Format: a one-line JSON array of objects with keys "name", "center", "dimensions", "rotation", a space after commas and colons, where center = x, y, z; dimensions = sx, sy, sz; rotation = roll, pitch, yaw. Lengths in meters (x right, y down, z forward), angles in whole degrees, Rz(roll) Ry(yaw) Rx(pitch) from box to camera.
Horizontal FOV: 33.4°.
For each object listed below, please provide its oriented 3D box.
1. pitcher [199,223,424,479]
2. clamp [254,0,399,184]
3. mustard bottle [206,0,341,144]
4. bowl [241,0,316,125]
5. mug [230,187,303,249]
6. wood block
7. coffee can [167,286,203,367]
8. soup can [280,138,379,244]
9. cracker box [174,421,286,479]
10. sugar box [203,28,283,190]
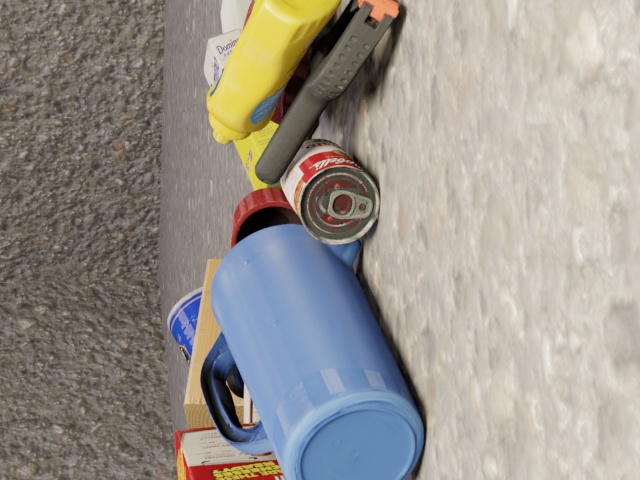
[{"name": "pitcher", "center": [-0.012, 0.105, 0.864], "dimensions": [0.243, 0.144, 0.149], "rotation": [-118, 29, -58]}, {"name": "clamp", "center": [0.013, -0.152, 0.875], "dimensions": [0.210, 0.036, 0.164], "rotation": [-46, 21, 57]}, {"name": "mustard bottle", "center": [-0.048, -0.143, 0.873], "dimensions": [0.192, 0.058, 0.096], "rotation": [-54, 4, 48]}, {"name": "bowl", "center": [-0.041, -0.184, 1.012], "dimensions": [0.162, 0.055, 0.162], "rotation": [13, -91, -85]}, {"name": "mug", "center": [-0.058, 0.001, 1.150], "dimensions": [0.117, 0.093, 0.081], "rotation": [-63, 15, 13]}, {"name": "wood block", "center": [-0.099, 0.130, 1.258], "dimensions": [0.090, 0.091, 0.206], "rotation": [89, -176, -49]}, {"name": "coffee can", "center": [-0.124, 0.140, 1.378], "dimensions": [0.140, 0.102, 0.103], "rotation": [56, 151, 33]}, {"name": "soup can", "center": [0.006, -0.044, 0.918], "dimensions": [0.102, 0.068, 0.068], "rotation": [-121, 31, -68]}, {"name": "cracker box", "center": [-0.039, 0.214, 0.938], "dimensions": [0.214, 0.164, 0.072], "rotation": [-165, 72, -78]}, {"name": "sugar box", "center": [-0.080, -0.140, 1.208], "dimensions": [0.176, 0.048, 0.093], "rotation": [64, 164, 11]}]
